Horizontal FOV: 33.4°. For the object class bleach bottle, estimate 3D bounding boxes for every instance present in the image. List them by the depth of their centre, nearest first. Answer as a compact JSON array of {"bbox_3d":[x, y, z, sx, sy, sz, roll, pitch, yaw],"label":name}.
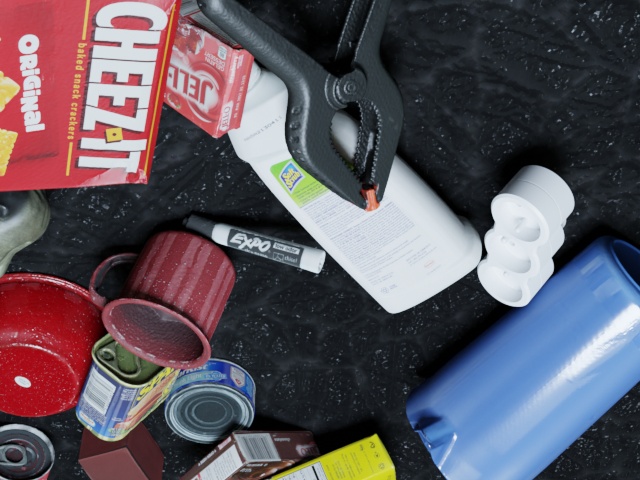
[{"bbox_3d":[0.016,-0.053,0.826,0.103,0.068,0.250,-33,121,18],"label":"bleach bottle"}]

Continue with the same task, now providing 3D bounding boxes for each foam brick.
[{"bbox_3d":[-0.193,0.211,1.038,0.053,0.051,0.078,-15,128,11],"label":"foam brick"}]

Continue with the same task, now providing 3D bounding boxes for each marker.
[{"bbox_3d":[-0.056,0.001,0.868,0.121,0.020,0.020,16,130,12],"label":"marker"}]

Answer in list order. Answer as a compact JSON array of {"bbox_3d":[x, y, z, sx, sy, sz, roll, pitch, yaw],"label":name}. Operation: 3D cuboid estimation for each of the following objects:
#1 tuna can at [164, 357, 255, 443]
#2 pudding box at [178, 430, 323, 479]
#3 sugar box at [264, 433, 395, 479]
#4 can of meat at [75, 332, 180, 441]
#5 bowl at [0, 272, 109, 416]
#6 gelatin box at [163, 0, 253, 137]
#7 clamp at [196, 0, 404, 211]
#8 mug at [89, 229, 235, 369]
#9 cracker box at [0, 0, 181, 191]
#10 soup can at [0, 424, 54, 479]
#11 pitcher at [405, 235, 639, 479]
[{"bbox_3d":[-0.104,0.152,1.004,0.086,0.034,0.086,-1,129,-2],"label":"tuna can"},{"bbox_3d":[-0.066,0.222,1.034,0.113,0.039,0.090,13,132,-47],"label":"pudding box"},{"bbox_3d":[-0.014,0.251,1.036,0.176,0.048,0.093,-24,151,-7],"label":"sugar box"},{"bbox_3d":[-0.162,0.115,0.930,0.057,0.101,0.084,36,129,11],"label":"can of meat"},{"bbox_3d":[-0.257,0.106,0.946,0.162,0.055,0.162,-1,129,-1],"label":"bowl"},{"bbox_3d":[-0.089,-0.126,0.749,0.089,0.030,0.073,37,132,24],"label":"gelatin box"},{"bbox_3d":[0.002,-0.110,0.731,0.164,0.036,0.210,-21,121,-25],"label":"clamp"},{"bbox_3d":[-0.131,0.043,0.874,0.117,0.081,0.093,15,144,9],"label":"mug"},{"bbox_3d":[-0.208,-0.110,0.686,0.213,0.072,0.164,-4,134,-26],"label":"cracker box"},{"bbox_3d":[-0.305,0.237,1.044,0.068,0.068,0.102,15,128,-15],"label":"soup can"},{"bbox_3d":[0.205,0.112,0.938,0.145,0.149,0.243,37,117,-11],"label":"pitcher"}]
